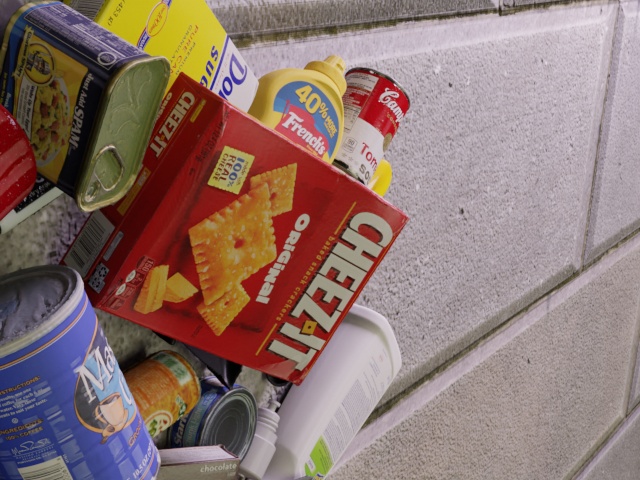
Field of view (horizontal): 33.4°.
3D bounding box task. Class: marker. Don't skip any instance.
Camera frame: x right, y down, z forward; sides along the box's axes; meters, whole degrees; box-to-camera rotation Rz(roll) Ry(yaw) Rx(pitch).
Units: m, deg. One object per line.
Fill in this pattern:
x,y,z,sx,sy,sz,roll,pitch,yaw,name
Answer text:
-0.188,-0.026,0.691,0.120,0.020,0.020,-44,137,-42,marker

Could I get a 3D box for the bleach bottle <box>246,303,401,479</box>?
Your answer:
-0.012,0.185,1.031,0.250,0.068,0.102,-54,142,-28,bleach bottle

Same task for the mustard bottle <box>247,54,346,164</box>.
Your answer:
-0.030,-0.085,0.886,0.096,0.058,0.191,51,56,-31,mustard bottle

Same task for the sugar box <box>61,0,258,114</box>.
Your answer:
-0.109,-0.128,0.753,0.093,0.048,0.176,-64,146,-18,sugar box

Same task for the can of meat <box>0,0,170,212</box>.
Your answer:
-0.149,-0.082,0.641,0.057,0.084,0.102,-31,149,-58,can of meat

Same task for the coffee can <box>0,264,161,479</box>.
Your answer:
-0.171,0.100,0.664,0.102,0.103,0.140,-43,125,-42,coffee can

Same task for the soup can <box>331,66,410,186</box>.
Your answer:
0.031,-0.098,0.976,0.102,0.069,0.068,-62,147,-21,soup can

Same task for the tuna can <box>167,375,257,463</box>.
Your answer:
-0.091,0.162,0.916,0.086,0.034,0.086,-30,127,-50,tuna can

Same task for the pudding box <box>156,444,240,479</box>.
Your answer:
-0.124,0.212,0.844,0.113,0.039,0.090,1,103,-36,pudding box

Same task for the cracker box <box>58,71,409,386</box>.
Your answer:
-0.055,0.001,0.777,0.213,0.072,0.164,29,97,-44,cracker box
